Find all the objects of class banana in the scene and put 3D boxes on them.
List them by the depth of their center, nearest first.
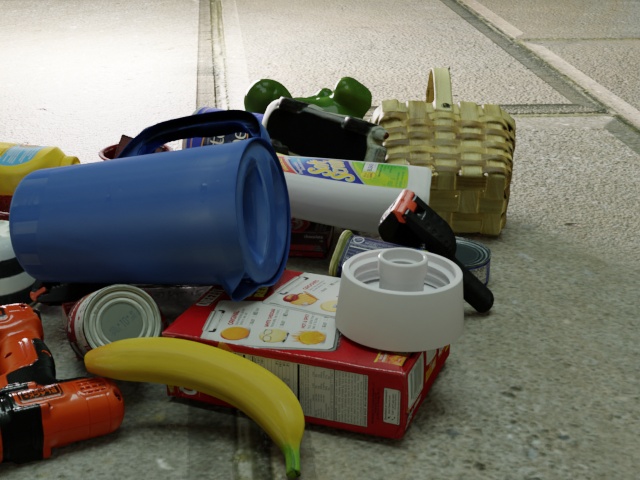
[{"bbox_3d":[-0.088,0.114,0.843,0.198,0.037,0.069,23,41,15],"label":"banana"}]

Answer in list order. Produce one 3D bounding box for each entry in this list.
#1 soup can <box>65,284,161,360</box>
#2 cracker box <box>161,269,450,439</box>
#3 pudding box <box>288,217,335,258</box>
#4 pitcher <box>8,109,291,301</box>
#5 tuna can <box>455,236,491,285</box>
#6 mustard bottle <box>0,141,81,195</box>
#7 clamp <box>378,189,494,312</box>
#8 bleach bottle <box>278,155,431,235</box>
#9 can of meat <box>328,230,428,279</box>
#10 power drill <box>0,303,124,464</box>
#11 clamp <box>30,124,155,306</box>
[{"bbox_3d":[-0.180,0.074,0.927,0.068,0.068,0.102,-8,-4,-21],"label":"soup can"},{"bbox_3d":[-0.006,0.092,0.935,0.214,0.072,0.164,7,22,18],"label":"cracker box"},{"bbox_3d":[-0.028,-0.018,1.255,0.090,0.039,0.113,3,22,6],"label":"pudding box"},{"bbox_3d":[-0.155,-0.029,0.984,0.243,0.145,0.149,-3,21,19],"label":"pitcher"},{"bbox_3d":[0.141,0.026,1.156,0.086,0.034,0.086,1,22,0],"label":"tuna can"},{"bbox_3d":[-0.353,-0.082,1.227,0.192,0.058,0.096,4,20,8],"label":"mustard bottle"},{"bbox_3d":[0.111,0.015,1.051,0.120,0.171,0.039,13,63,19],"label":"clamp"},{"bbox_3d":[-0.007,-0.055,1.172,0.251,0.068,0.102,7,27,5],"label":"bleach bottle"},{"bbox_3d":[0.063,0.040,1.034,0.084,0.102,0.057,12,64,20],"label":"can of meat"},{"bbox_3d":[-0.275,0.121,0.876,0.184,0.057,0.188,-7,25,-29],"label":"power drill"},{"bbox_3d":[-0.206,-0.009,1.077,0.210,0.164,0.036,-29,-17,5],"label":"clamp"}]
